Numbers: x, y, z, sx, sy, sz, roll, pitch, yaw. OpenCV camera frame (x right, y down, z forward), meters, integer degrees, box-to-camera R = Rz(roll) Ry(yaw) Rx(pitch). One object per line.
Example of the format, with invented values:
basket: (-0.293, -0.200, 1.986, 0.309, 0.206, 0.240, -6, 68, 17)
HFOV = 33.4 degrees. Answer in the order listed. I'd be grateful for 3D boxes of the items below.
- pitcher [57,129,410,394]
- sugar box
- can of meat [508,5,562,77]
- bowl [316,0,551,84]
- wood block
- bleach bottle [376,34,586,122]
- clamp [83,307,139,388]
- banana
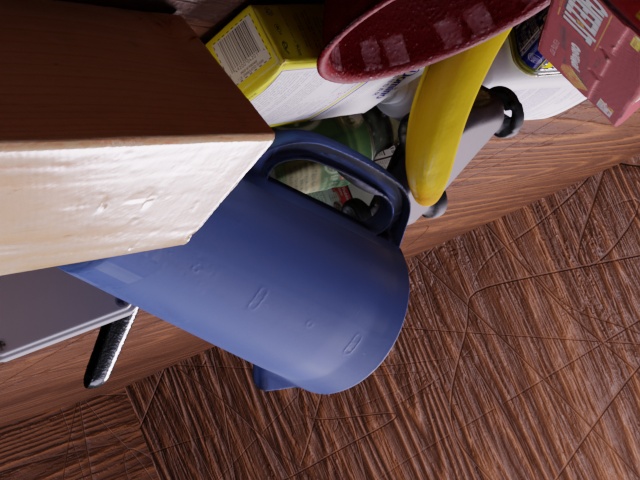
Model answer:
pitcher: (-0.055, 0.001, 0.722, 0.145, 0.149, 0.242, -12, 150, 41)
sugar box: (-0.004, -0.109, 0.667, 0.094, 0.048, 0.175, -30, 173, 40)
can of meat: (0.199, -0.164, 0.779, 0.102, 0.057, 0.084, -5, 167, -10)
bowl: (0.063, -0.143, 0.567, 0.162, 0.055, 0.162, -22, 173, -3)
wood block: (-0.128, -0.047, 0.478, 0.090, 0.091, 0.205, -47, 162, 27)
bleach bottle: (0.130, -0.133, 0.847, 0.250, 0.068, 0.103, -11, 165, -47)
clamp: (-0.158, 0.000, 0.851, 0.210, 0.164, 0.036, -41, -152, -3)
banana: (0.096, -0.108, 0.679, 0.069, 0.037, 0.198, 9, 116, -43)
